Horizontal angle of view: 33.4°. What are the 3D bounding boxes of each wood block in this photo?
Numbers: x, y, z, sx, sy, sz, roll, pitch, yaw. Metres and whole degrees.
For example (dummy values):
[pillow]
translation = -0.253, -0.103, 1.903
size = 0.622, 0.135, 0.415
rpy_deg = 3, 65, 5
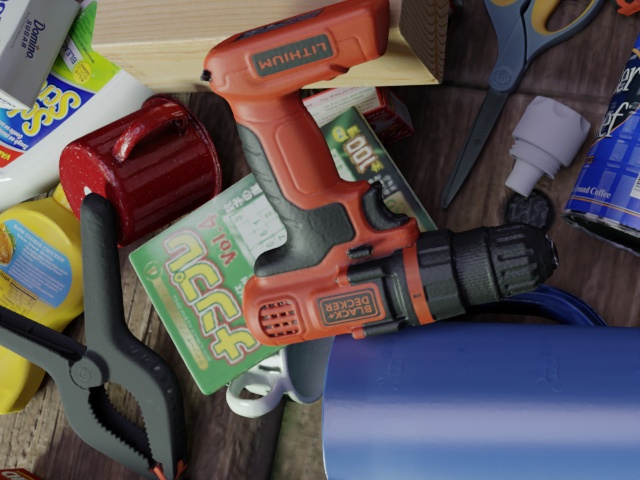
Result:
[wood block]
translation = -0.030, -0.152, 0.678
size = 0.206, 0.090, 0.091
rpy_deg = 1, 77, 23

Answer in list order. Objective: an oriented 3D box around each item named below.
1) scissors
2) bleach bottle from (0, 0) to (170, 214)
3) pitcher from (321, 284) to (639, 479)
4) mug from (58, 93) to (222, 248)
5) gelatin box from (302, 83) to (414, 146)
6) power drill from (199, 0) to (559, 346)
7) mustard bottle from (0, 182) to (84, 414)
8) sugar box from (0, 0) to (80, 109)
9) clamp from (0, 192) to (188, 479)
[scissors]
translation = 0.116, -0.127, 0.733
size = 0.096, 0.016, 0.202
rpy_deg = 43, 97, 23
[bleach bottle]
translation = -0.209, -0.086, 0.825
size = 0.251, 0.068, 0.103
rpy_deg = -43, 65, 12
[pitcher]
translation = 0.130, 0.101, 0.639
size = 0.243, 0.144, 0.149
rpy_deg = -3, 92, 17
[mug]
translation = -0.126, -0.052, 0.746
size = 0.093, 0.081, 0.117
rpy_deg = 51, 144, 10
[gelatin box]
translation = 0.012, -0.078, 0.733
size = 0.089, 0.073, 0.030
rpy_deg = -21, 74, 16
[power drill]
translation = 0.025, -0.037, 0.594
size = 0.184, 0.057, 0.187
rpy_deg = -13, 106, 12
[mustard bottle]
translation = -0.220, 0.029, 0.811
size = 0.096, 0.058, 0.191
rpy_deg = 34, 94, 15
[sugar box]
translation = -0.268, -0.152, 0.828
size = 0.177, 0.048, 0.093
rpy_deg = 7, 71, 45
[clamp]
translation = -0.168, 0.086, 0.752
size = 0.165, 0.036, 0.210
rpy_deg = -22, 102, 27
